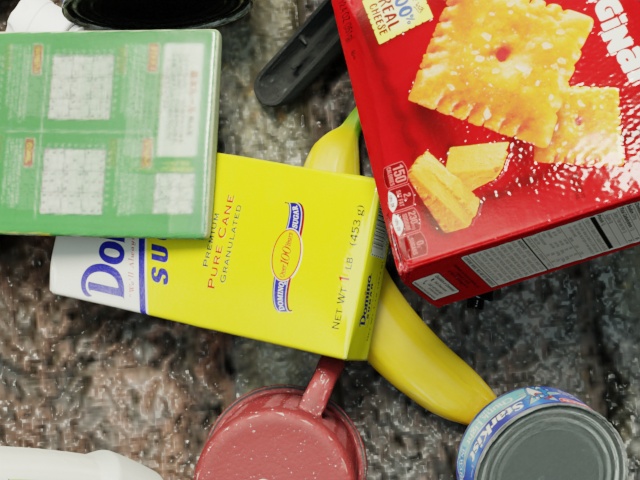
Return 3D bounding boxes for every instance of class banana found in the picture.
[{"bbox_3d":[0.034,0.020,0.586,0.069,0.037,0.198,-22,86,1],"label":"banana"}]

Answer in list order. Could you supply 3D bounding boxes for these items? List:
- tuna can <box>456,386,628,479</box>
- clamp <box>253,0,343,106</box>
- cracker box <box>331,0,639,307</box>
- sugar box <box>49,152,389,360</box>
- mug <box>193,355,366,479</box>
[{"bbox_3d":[0.116,0.121,0.565,0.086,0.034,0.086,-2,102,-12],"label":"tuna can"},{"bbox_3d":[0.045,-0.167,0.552,0.210,0.164,0.036,-31,65,-9],"label":"clamp"},{"bbox_3d":[0.122,-0.081,0.488,0.214,0.072,0.164,-19,67,20],"label":"cracker box"},{"bbox_3d":[-0.054,0.001,0.563,0.176,0.048,0.093,10,87,18],"label":"sugar box"},{"bbox_3d":[-0.016,0.114,0.559,0.093,0.081,0.117,27,88,3],"label":"mug"}]
